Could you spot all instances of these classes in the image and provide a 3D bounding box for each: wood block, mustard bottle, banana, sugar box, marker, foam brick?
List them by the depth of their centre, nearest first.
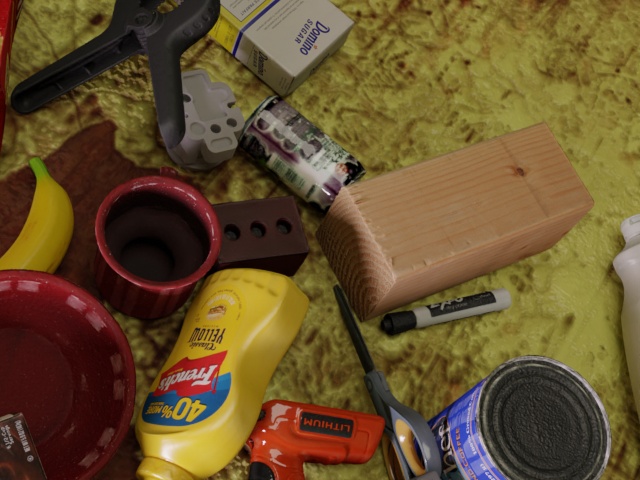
[{"bbox_3d":[-0.083,0.111,0.774,0.058,0.096,0.191,51,51,-38],"label":"mustard bottle"},{"bbox_3d":[-0.242,0.024,0.800,0.070,0.037,0.197,23,57,14],"label":"banana"},{"bbox_3d":[-0.056,0.001,0.860,0.078,0.051,0.053,-8,68,-22],"label":"foam brick"},{"bbox_3d":[0.106,0.060,0.901,0.121,0.020,0.020,-10,68,-22],"label":"marker"},{"bbox_3d":[0.113,-0.018,0.902,0.205,0.090,0.091,-19,71,-25],"label":"wood block"},{"bbox_3d":[-0.066,-0.219,0.971,0.176,0.048,0.093,43,62,3],"label":"sugar box"}]

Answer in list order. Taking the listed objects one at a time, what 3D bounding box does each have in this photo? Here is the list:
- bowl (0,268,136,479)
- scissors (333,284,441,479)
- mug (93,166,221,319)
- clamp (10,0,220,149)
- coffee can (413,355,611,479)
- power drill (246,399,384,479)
[{"bbox_3d":[-0.213,0.103,0.743,0.161,0.055,0.162,4,79,-21],"label":"bowl"},{"bbox_3d":[0.051,0.112,0.819,0.016,0.096,0.202,-10,71,-20],"label":"scissors"},{"bbox_3d":[-0.128,-0.001,0.820,0.093,0.082,0.117,10,62,-13],"label":"mug"},{"bbox_3d":[-0.153,-0.169,0.884,0.165,0.036,0.210,9,59,20],"label":"clamp"},{"bbox_3d":[0.135,0.157,0.792,0.102,0.140,0.103,7,63,-14],"label":"coffee can"},{"bbox_3d":[0.006,0.217,0.768,0.184,0.057,0.187,13,60,-18],"label":"power drill"}]
